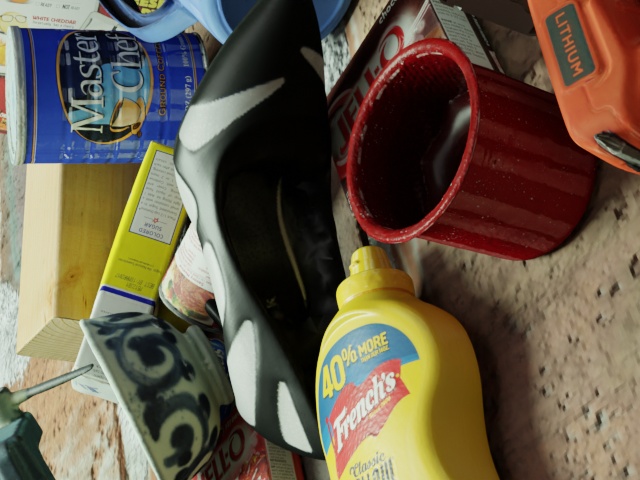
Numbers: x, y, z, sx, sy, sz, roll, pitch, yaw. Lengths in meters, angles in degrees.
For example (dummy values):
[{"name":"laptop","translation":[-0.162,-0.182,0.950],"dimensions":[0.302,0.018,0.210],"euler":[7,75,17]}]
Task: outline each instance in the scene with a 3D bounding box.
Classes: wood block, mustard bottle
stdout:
[{"name":"wood block","translation":[-0.192,-0.010,0.892],"dimensions":[0.091,0.090,0.206],"euler":[-36,51,47]},{"name":"mustard bottle","translation":[0.038,0.087,0.520],"dimensions":[0.096,0.058,0.191],"euler":[-42,45,42]}]

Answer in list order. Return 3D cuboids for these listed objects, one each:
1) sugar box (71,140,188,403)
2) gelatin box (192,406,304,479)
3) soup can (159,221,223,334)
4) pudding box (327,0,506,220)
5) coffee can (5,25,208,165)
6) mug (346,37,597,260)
[{"name":"sugar box","translation":[-0.135,0.025,0.778],"dimensions":[0.093,0.048,0.176],"euler":[129,160,-71]},{"name":"gelatin box","translation":[-0.048,0.147,0.660],"dimensions":[0.089,0.030,0.073],"euler":[-49,41,37]},{"name":"soup can","translation":[-0.055,0.001,0.690],"dimensions":[0.102,0.068,0.069],"euler":[-64,34,19]},{"name":"pudding box","translation":[0.046,-0.077,0.585],"dimensions":[0.114,0.039,0.090],"euler":[-53,39,35]},{"name":"coffee can","translation":[-0.164,-0.109,0.811],"dimensions":[0.103,0.140,0.103],"euler":[178,90,-70]},{"name":"mug","translation":[0.064,-0.032,0.499],"dimensions":[0.117,0.081,0.093],"euler":[-32,53,49]}]
